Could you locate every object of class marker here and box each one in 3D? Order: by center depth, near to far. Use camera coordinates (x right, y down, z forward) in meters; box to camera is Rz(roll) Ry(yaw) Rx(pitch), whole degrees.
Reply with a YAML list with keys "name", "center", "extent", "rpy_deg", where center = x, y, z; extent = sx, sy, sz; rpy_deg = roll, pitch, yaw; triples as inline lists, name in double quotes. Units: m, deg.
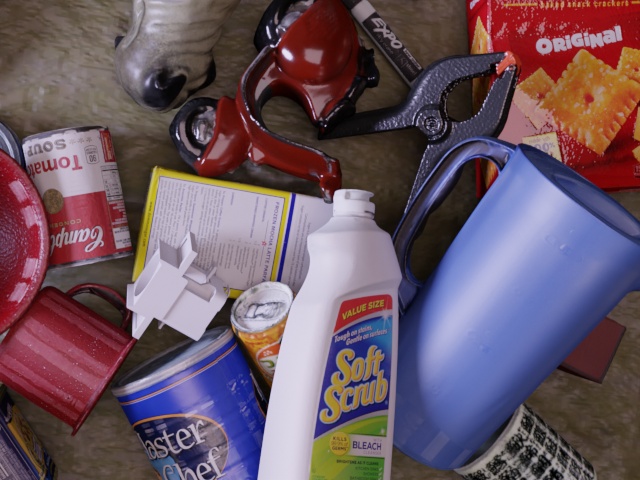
- name: "marker"
  center: [0.051, -0.170, 0.883]
  extent: [0.020, 0.020, 0.121]
  rpy_deg: [-41, 97, -7]

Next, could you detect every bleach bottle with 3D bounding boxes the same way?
- name: "bleach bottle"
  center: [0.008, 0.087, 0.775]
  extent: [0.102, 0.068, 0.251]
  rpy_deg: [9, 81, -34]

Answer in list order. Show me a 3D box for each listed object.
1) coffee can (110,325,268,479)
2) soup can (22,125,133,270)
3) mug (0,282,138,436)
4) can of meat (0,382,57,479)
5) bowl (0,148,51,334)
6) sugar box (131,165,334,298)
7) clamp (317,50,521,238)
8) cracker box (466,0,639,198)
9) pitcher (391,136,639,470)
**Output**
- name: "coffee can"
  center: [-0.084, 0.150, 0.822]
  extent: [0.102, 0.103, 0.140]
  rpy_deg: [-27, 95, -9]
- name: "soup can"
  center: [-0.186, -0.033, 0.819]
  extent: [0.068, 0.068, 0.102]
  rpy_deg: [-11, 92, -10]
- name: "mug"
  center: [-0.191, 0.079, 0.817]
  extent: [0.081, 0.093, 0.117]
  rpy_deg: [33, 54, -4]
- name: "can of meat"
  center: [-0.241, 0.160, 0.797]
  extent: [0.057, 0.102, 0.084]
  rpy_deg: [-33, 98, -9]
- name: "bowl"
  center: [-0.279, 0.001, 0.764]
  extent: [0.161, 0.055, 0.162]
  rpy_deg: [0, 89, -26]
- name: "sugar box"
  center: [-0.056, 0.001, 0.854]
  extent: [0.176, 0.048, 0.093]
  rpy_deg: [11, 93, -13]
- name: "clamp"
  center: [0.093, -0.080, 0.846]
  extent: [0.172, 0.039, 0.120]
  rpy_deg: [-31, 92, 22]
- name: "cracker box"
  center: [0.210, -0.145, 0.884]
  extent: [0.164, 0.072, 0.214]
  rpy_deg: [-3, 91, -9]
- name: "pitcher"
  center: [0.127, 0.049, 0.818]
  extent: [0.144, 0.149, 0.243]
  rpy_deg: [23, 112, -35]
